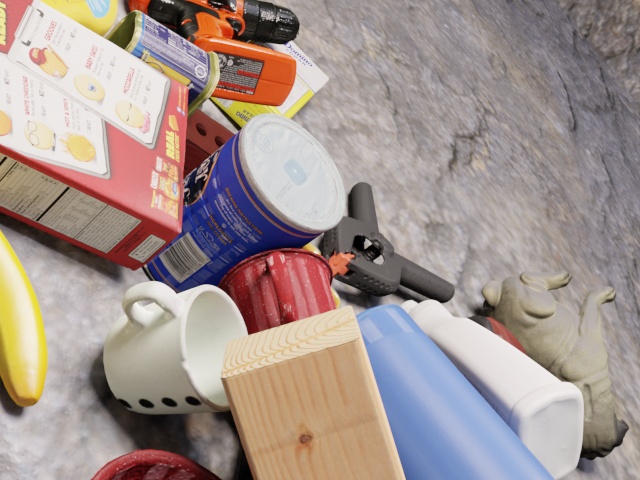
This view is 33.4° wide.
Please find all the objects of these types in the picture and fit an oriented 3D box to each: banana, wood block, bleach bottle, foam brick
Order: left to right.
[{"bbox_3d":[-0.228,0.016,0.687,0.198,0.037,0.069,51,45,2],"label":"banana"},{"bbox_3d":[-0.106,-0.073,0.956,0.078,0.051,0.053,33,33,-32],"label":"foam brick"},{"bbox_3d":[0.010,0.160,0.699,0.090,0.091,0.206,-100,173,-80],"label":"wood block"},{"bbox_3d":[0.142,0.118,0.993,0.068,0.102,0.251,-17,31,-19],"label":"bleach bottle"}]

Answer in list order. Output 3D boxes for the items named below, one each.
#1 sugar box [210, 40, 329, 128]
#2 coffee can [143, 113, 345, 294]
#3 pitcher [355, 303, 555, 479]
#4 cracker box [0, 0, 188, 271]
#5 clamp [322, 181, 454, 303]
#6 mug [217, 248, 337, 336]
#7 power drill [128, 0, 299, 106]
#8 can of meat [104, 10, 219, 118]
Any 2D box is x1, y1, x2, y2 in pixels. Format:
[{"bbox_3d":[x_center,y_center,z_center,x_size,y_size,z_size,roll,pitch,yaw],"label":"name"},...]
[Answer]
[{"bbox_3d":[-0.057,-0.171,1.154,0.093,0.048,0.176,45,25,-5],"label":"sugar box"},{"bbox_3d":[-0.064,-0.020,0.842,0.102,0.141,0.103,29,43,-31],"label":"coffee can"},{"bbox_3d":[0.095,0.175,0.868,0.144,0.149,0.243,-23,64,-34],"label":"pitcher"},{"bbox_3d":[-0.204,-0.091,0.787,0.213,0.072,0.164,27,41,-31],"label":"cracker box"},{"bbox_3d":[0.050,0.004,1.100,0.165,0.036,0.209,53,23,17],"label":"clamp"},{"bbox_3d":[-0.026,0.058,0.792,0.093,0.117,0.081,-10,52,-9],"label":"mug"},{"bbox_3d":[-0.086,-0.197,1.046,0.184,0.057,0.188,5,30,-24],"label":"power drill"},{"bbox_3d":[-0.151,-0.137,0.913,0.083,0.102,0.057,28,36,-33],"label":"can of meat"}]
